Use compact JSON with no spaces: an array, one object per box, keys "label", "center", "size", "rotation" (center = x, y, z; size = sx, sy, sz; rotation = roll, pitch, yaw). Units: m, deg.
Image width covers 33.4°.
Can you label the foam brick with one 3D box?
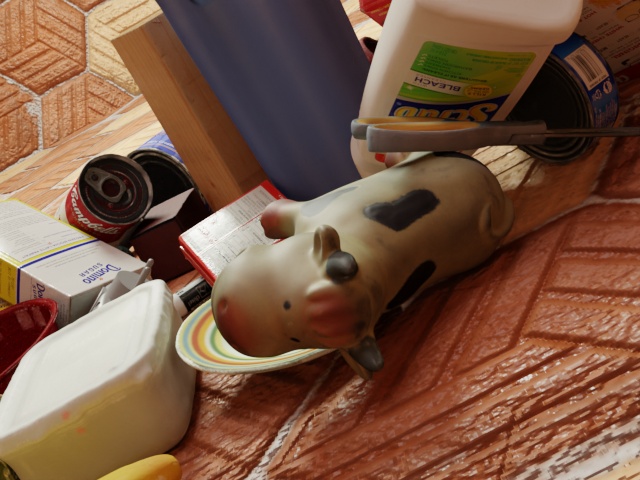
[{"label":"foam brick","center":[-0.132,-0.005,0.975],"size":[0.051,0.053,0.078],"rotation":[-25,16,16]}]

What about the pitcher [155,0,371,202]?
[{"label":"pitcher","center":[-0.022,-0.141,0.852],"size":[0.149,0.243,0.145],"rotation":[-34,17,-17]}]

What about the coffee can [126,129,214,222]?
[{"label":"coffee can","center":[-0.124,-0.080,1.102],"size":[0.103,0.103,0.140],"rotation":[-16,21,40]}]

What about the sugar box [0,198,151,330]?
[{"label":"sugar box","center":[-0.241,0.020,0.922],"size":[0.176,0.048,0.093],"rotation":[27,30,29]}]

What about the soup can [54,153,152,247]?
[{"label":"soup can","center":[-0.202,-0.029,0.981],"size":[0.068,0.068,0.102],"rotation":[-41,2,-34]}]

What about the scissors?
[{"label":"scissors","center":[0.106,-0.066,0.638],"size":[0.201,0.016,0.096],"rotation":[-6,14,-31]}]

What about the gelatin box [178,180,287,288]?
[{"label":"gelatin box","center":[-0.056,0.001,0.824],"size":[0.089,0.030,0.073],"rotation":[-34,42,-12]}]

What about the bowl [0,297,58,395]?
[{"label":"bowl","center":[-0.256,0.113,0.815],"size":[0.162,0.055,0.162],"rotation":[-26,21,11]}]

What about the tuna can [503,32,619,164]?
[{"label":"tuna can","center":[0.151,-0.095,0.697],"size":[0.033,0.086,0.086],"rotation":[-36,17,-28]}]

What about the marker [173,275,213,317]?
[{"label":"marker","center":[-0.073,0.025,0.845],"size":[0.121,0.020,0.020],"rotation":[-35,17,-18]}]

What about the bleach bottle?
[{"label":"bleach bottle","center":[0.079,-0.091,0.693],"size":[0.251,0.102,0.068],"rotation":[106,170,-63]}]

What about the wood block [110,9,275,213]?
[{"label":"wood block","center":[-0.084,-0.113,0.942],"size":[0.090,0.206,0.090],"rotation":[-36,17,-21]}]
